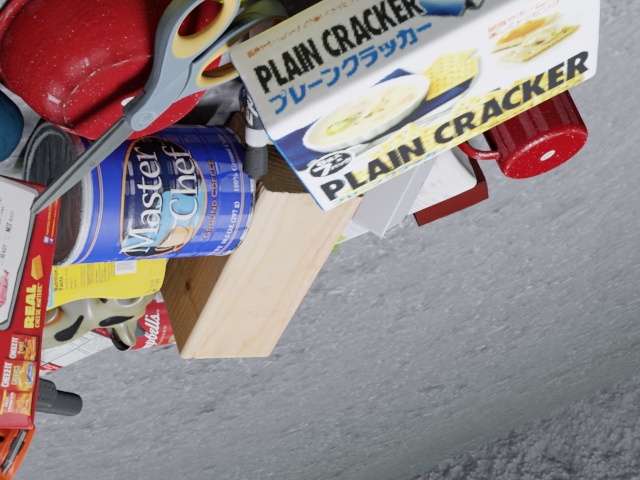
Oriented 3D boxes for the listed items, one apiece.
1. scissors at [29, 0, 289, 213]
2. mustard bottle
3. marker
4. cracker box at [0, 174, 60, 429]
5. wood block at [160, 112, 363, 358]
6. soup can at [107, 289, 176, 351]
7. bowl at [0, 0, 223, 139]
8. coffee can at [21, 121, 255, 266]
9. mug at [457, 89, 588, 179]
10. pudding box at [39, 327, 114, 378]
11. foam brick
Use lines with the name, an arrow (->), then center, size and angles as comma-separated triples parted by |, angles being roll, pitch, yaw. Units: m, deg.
scissors -> -0.108, -0.089, 0.633 | 0.202, 0.016, 0.096 | -33, 155, -1
mustard bottle -> -0.221, 0.011, 0.848 | 0.191, 0.058, 0.096 | -10, 122, -25
marker -> -0.043, -0.098, 0.751 | 0.020, 0.020, 0.121 | -10, 123, -26
cracker box -> -0.271, 0.028, 0.649 | 0.072, 0.164, 0.213 | -1, 170, 40
wood block -> -0.057, 0.001, 0.894 | 0.090, 0.091, 0.206 | 2, 138, -30
soup can -> -0.155, 0.070, 1.065 | 0.102, 0.068, 0.069 | -5, 153, -36
bowl -> -0.125, -0.111, 0.681 | 0.162, 0.055, 0.162 | -18, 158, -8
coffee can -> -0.134, -0.036, 0.785 | 0.140, 0.103, 0.103 | -3, 152, -38
mug -> 0.170, -0.104, 0.932 | 0.117, 0.081, 0.093 | -16, 158, -14
pudding box -> -0.272, 0.099, 1.065 | 0.113, 0.039, 0.090 | -26, 158, 6
foam brick -> 0.118, -0.057, 1.036 | 0.078, 0.053, 0.051 | -23, 159, 3
